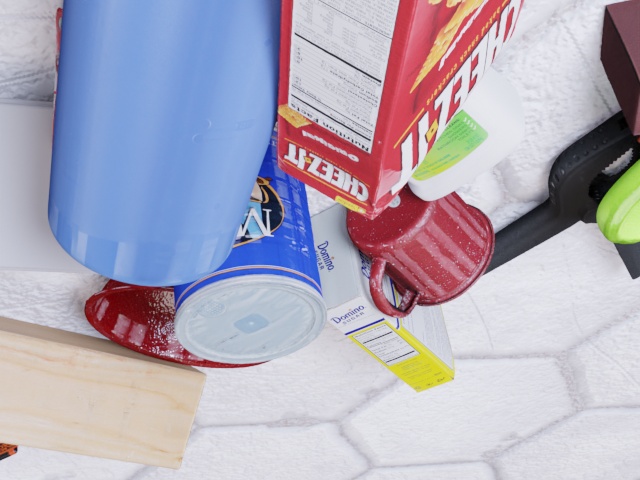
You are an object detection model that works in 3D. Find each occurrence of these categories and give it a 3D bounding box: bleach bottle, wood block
[{"bbox_3d":[0.019,-0.116,0.675,0.103,0.068,0.250,-32,136,33],"label":"bleach bottle"},{"bbox_3d":[-0.216,0.127,0.906,0.205,0.090,0.091,17,178,-32],"label":"wood block"}]

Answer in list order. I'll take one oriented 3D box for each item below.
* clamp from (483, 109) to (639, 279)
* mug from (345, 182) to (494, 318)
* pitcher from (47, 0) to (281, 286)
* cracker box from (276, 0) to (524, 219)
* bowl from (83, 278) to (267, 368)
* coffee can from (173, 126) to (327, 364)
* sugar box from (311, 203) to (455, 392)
[{"bbox_3d":[0.228,-0.030,0.860,0.164,0.036,0.210,4,142,-17],"label":"clamp"},{"bbox_3d":[0.068,0.001,0.809,0.093,0.117,0.081,9,157,44],"label":"mug"},{"bbox_3d":[-0.064,-0.099,0.555,0.149,0.145,0.243,20,124,3],"label":"pitcher"},{"bbox_3d":[0.053,-0.129,0.511,0.072,0.164,0.214,32,156,13],"label":"cracker box"},{"bbox_3d":[-0.105,0.049,0.860,0.162,0.055,0.162,8,154,4],"label":"bowl"},{"bbox_3d":[-0.055,0.001,0.751,0.102,0.140,0.103,-6,144,-4],"label":"coffee can"},{"bbox_3d":[0.051,0.051,0.886,0.048,0.093,0.176,-26,140,22],"label":"sugar box"}]
